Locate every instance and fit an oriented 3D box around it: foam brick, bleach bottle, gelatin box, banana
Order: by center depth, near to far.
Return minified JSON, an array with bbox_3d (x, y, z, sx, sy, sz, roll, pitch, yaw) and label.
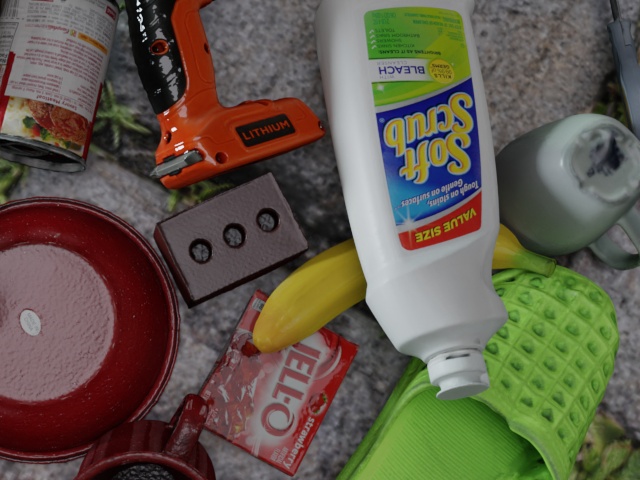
[{"bbox_3d":[0.063,-0.033,0.618,0.102,0.068,0.251,-2,66,-19],"label":"bleach bottle"},{"bbox_3d":[-0.054,0.001,0.640,0.078,0.051,0.053,-26,87,-14],"label":"foam brick"},{"bbox_3d":[0.042,0.018,0.644,0.197,0.070,0.037,-15,118,-19],"label":"banana"},{"bbox_3d":[-0.028,0.085,0.645,0.073,0.030,0.089,29,79,-3],"label":"gelatin box"}]

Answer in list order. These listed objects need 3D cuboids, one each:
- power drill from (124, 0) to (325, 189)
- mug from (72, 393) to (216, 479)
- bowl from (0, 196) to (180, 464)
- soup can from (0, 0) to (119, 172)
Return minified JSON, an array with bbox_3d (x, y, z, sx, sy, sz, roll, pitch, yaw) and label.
[{"bbox_3d":[-0.065,-0.136,0.636,0.184,0.057,0.187,-24,94,-40],"label":"power drill"},{"bbox_3d":[-0.093,0.138,0.591,0.093,0.081,0.117,23,95,-8],"label":"mug"},{"bbox_3d":[-0.162,0.049,0.619,0.162,0.055,0.162,1,82,-7],"label":"bowl"},{"bbox_3d":[-0.162,-0.098,0.633,0.068,0.068,0.102,12,80,-6],"label":"soup can"}]
